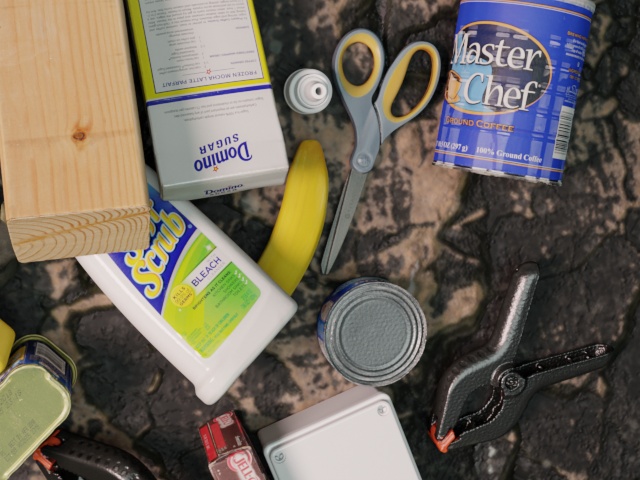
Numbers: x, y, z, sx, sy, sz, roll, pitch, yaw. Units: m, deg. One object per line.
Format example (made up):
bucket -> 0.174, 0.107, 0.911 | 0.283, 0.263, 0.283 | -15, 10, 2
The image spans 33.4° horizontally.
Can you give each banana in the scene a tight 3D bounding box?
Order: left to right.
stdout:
banana -> -0.044, 0.015, 0.837 | 0.069, 0.037, 0.198 | 39, 88, -17

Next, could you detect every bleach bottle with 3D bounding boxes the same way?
bleach bottle -> -0.140, 0.001, 0.783 | 0.251, 0.068, 0.102 | 42, 74, 0

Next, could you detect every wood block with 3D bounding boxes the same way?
wood block -> -0.173, -0.100, 0.726 | 0.090, 0.090, 0.206 | -6, 73, -12

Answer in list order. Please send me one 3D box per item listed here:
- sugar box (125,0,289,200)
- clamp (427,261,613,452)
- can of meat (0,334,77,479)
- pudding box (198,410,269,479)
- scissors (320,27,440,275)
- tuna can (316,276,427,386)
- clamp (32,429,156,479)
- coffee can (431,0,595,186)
sugar box -> -0.085, -0.120, 0.775 | 0.093, 0.048, 0.176 | -9, 78, -10
clamp -> 0.151, 0.101, 0.889 | 0.171, 0.039, 0.120 | -37, 102, -5
can of meat -> -0.228, 0.126, 0.789 | 0.057, 0.084, 0.102 | 44, 87, -14
pudding box -> -0.055, 0.199, 0.833 | 0.039, 0.090, 0.113 | -23, 102, -7
scissors -> 0.021, -0.081, 0.849 | 0.096, 0.016, 0.202 | 34, 90, -13
tuna can -> 0.041, 0.073, 0.865 | 0.086, 0.034, 0.086 | -2, 98, -12
clamp -> -0.125, 0.213, 0.807 | 0.210, 0.036, 0.165 | 42, 129, 3
coffee can -> 0.148, -0.119, 0.826 | 0.102, 0.103, 0.140 | 8, 96, -13
